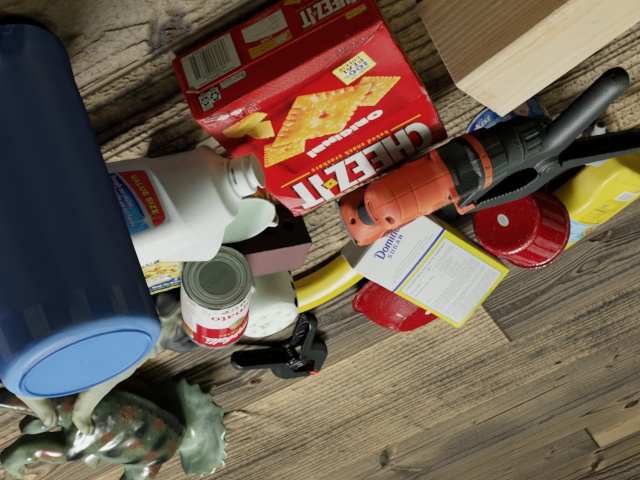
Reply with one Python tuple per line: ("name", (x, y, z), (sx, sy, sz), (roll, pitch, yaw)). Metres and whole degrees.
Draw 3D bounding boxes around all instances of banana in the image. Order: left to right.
("banana", (0.004, 0.042, 1.216), (0.198, 0.037, 0.069), (-28, 153, 12))

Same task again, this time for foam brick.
("foam brick", (-0.057, 0.001, 1.083), (0.078, 0.053, 0.051), (-11, 151, -21))

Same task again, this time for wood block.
("wood block", (0.193, -0.203, 0.849), (0.206, 0.091, 0.090), (-35, 151, 24))

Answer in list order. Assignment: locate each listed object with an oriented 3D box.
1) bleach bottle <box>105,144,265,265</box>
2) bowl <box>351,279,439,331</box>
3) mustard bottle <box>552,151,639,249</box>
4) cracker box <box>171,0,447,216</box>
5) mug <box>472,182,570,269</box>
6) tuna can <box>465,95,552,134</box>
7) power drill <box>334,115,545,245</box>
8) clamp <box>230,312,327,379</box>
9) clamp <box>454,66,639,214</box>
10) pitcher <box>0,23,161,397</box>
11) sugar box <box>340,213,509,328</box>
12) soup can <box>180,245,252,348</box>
("bleach bottle", (-0.166, -0.025, 0.863), (0.251, 0.102, 0.068), (-18, 157, 14))
("bowl", (0.120, 0.063, 1.289), (0.162, 0.055, 0.162), (-25, 159, -11))
("mustard bottle", (0.304, -0.038, 1.261), (0.096, 0.058, 0.192), (2, 145, -45))
("cracker box", (0.001, -0.115, 0.892), (0.164, 0.072, 0.213), (-26, 153, 10))
("mug", (0.226, -0.030, 1.190), (0.081, 0.093, 0.117), (14, 99, -57))
("tuna can", (0.193, -0.108, 1.081), (0.086, 0.034, 0.086), (-17, 152, -9))
("power drill", (0.103, -0.055, 1.010), (0.184, 0.057, 0.188), (-24, 178, -18))
("clamp", (-0.046, 0.149, 1.372), (0.120, 0.039, 0.171), (-21, 153, 2))
("clamp", (0.224, -0.091, 1.054), (0.210, 0.036, 0.164), (-25, 153, 7))
("pitcher", (-0.202, -0.015, 0.744), (0.145, 0.243, 0.149), (-34, 157, 19))
("sugar box", (0.116, 0.022, 1.176), (0.176, 0.048, 0.093), (31, 104, -32))
("soup can", (-0.101, 0.055, 1.033), (0.068, 0.068, 0.102), (-14, 156, -14))
